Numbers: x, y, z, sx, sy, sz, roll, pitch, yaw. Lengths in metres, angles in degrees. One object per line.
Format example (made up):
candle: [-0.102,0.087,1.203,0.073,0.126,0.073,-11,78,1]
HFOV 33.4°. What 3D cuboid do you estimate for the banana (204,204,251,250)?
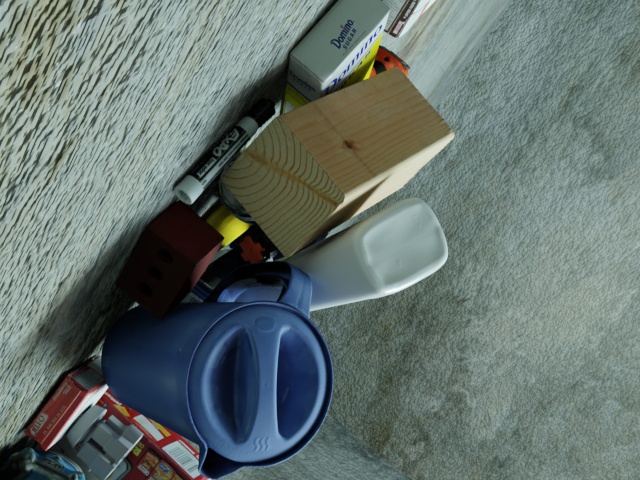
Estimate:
banana: [-0.090,-0.026,1.121,0.070,0.037,0.197,-32,-175,30]

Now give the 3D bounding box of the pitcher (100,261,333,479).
pitcher: [-0.100,0.104,0.944,0.149,0.145,0.243,-20,-169,-29]

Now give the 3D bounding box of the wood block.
wood block: [0.022,-0.076,0.949,0.090,0.091,0.205,-44,172,37]

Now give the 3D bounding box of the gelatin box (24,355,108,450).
gelatin box: [-0.238,0.154,1.026,0.073,0.030,0.089,-51,177,11]

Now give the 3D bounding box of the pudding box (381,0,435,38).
pudding box: [0.108,-0.274,1.119,0.113,0.039,0.090,-51,176,-42]

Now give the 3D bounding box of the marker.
marker: [-0.077,-0.077,0.885,0.121,0.020,0.020,-50,176,-27]

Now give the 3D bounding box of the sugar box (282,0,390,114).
sugar box: [0.011,-0.157,0.983,0.093,0.048,0.176,-49,177,-12]

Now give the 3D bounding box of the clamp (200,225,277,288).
clamp: [-0.057,0.001,1.105,0.164,0.036,0.210,-34,-178,-6]

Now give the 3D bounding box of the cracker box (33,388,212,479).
cracker box: [-0.233,0.271,1.114,0.214,0.164,0.072,-53,166,12]

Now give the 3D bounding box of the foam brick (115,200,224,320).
foam brick: [-0.127,0.017,0.902,0.078,0.053,0.051,-56,175,37]

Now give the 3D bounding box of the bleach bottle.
bleach bottle: [-0.002,0.031,0.984,0.102,0.068,0.251,-27,-177,-37]
